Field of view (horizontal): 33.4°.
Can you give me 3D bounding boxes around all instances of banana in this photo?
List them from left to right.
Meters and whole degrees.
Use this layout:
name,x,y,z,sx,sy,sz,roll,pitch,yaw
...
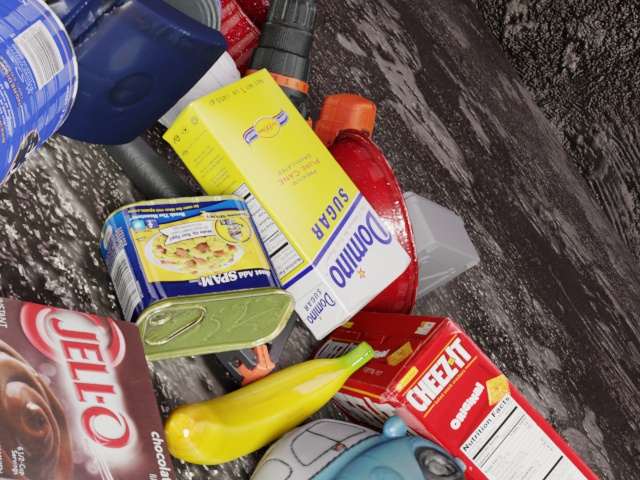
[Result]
name,x,y,z,sx,sy,sz,roll,pitch,yaw
banana,-0.041,0.100,0.640,0.037,0.070,0.197,43,28,18

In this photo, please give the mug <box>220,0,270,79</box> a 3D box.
name,x,y,z,sx,sy,sz,roll,pitch,yaw
mug,-0.078,-0.175,0.971,0.117,0.082,0.093,49,21,-14

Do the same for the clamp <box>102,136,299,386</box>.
name,x,y,z,sx,sy,sz,roll,pitch,yaw
clamp,-0.055,0.001,0.748,0.164,0.036,0.210,-2,58,-33

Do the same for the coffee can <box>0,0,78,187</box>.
name,x,y,z,sx,sy,sz,roll,pitch,yaw
coffee can,-0.190,-0.067,0.526,0.102,0.103,0.140,48,21,-16

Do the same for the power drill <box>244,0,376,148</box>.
name,x,y,z,sx,sy,sz,roll,pitch,yaw
power drill,-0.013,-0.108,0.921,0.057,0.184,0.187,15,2,25

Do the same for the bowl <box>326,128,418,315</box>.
name,x,y,z,sx,sy,sz,roll,pitch,yaw
bowl,0.017,-0.004,0.841,0.162,0.055,0.162,165,-90,-72

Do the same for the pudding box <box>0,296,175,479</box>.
name,x,y,z,sx,sy,sz,roll,pitch,yaw
pudding box,-0.121,0.080,0.493,0.089,0.039,0.113,14,37,-33

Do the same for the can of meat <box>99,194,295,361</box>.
name,x,y,z,sx,sy,sz,roll,pitch,yaw
can of meat,-0.078,0.020,0.656,0.101,0.058,0.084,-5,53,-28

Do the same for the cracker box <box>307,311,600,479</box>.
name,x,y,z,sx,sy,sz,roll,pitch,yaw
cracker box,0.101,0.148,0.755,0.213,0.072,0.164,46,-16,-13

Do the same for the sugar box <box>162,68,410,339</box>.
name,x,y,z,sx,sy,sz,roll,pitch,yaw
sugar box,-0.020,-0.028,0.735,0.176,0.048,0.093,50,40,2
